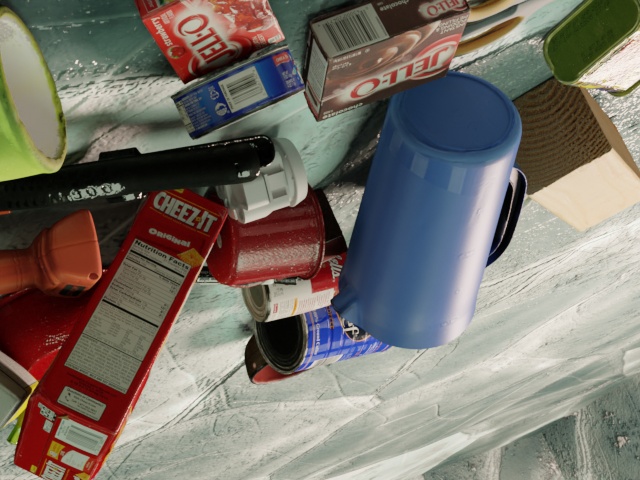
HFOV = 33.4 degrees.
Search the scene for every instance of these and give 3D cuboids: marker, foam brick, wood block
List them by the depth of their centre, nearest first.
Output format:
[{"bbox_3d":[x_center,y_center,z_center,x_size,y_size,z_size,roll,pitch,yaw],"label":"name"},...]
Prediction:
[{"bbox_3d":[-0.019,-0.005,1.009,0.078,0.053,0.051,-24,160,-1],"label":"foam brick"},{"bbox_3d":[-0.077,0.034,1.033,0.121,0.020,0.020,1,155,-9],"label":"marker"},{"bbox_3d":[0.252,-0.082,1.062,0.090,0.091,0.205,-30,159,19],"label":"wood block"}]

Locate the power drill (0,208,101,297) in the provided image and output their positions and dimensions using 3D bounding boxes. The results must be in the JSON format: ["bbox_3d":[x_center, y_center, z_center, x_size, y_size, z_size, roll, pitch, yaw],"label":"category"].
[{"bbox_3d":[-0.252,0.020,0.741,0.187,0.057,0.185,-8,174,-23],"label":"power drill"}]

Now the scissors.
[{"bbox_3d":[0.175,-0.197,0.795,0.202,0.016,0.096,-28,160,11],"label":"scissors"}]

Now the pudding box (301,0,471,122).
[{"bbox_3d":[0.045,-0.137,0.766,0.113,0.039,0.090,-19,160,-12],"label":"pudding box"}]

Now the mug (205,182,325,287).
[{"bbox_3d":[-0.056,0.001,0.927,0.081,0.093,0.117,-8,146,-26],"label":"mug"}]

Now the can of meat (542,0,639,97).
[{"bbox_3d":[0.249,-0.169,0.890,0.083,0.057,0.102,0,149,-42],"label":"can of meat"}]

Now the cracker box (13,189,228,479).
[{"bbox_3d":[-0.161,0.077,0.856,0.072,0.213,0.164,27,146,-6],"label":"cracker box"}]

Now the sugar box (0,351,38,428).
[{"bbox_3d":[-0.283,0.111,0.865,0.048,0.093,0.176,-53,-176,-7],"label":"sugar box"}]

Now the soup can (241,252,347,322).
[{"bbox_3d":[-0.024,0.041,1.097,0.102,0.068,0.069,-13,157,-26],"label":"soup can"}]

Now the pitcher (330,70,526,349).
[{"bbox_3d":[0.103,-0.028,0.931,0.145,0.149,0.243,18,140,7],"label":"pitcher"}]

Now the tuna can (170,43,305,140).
[{"bbox_3d":[-0.054,-0.098,0.710,0.086,0.034,0.086,-24,-172,3],"label":"tuna can"}]

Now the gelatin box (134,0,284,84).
[{"bbox_3d":[-0.067,-0.138,0.652,0.073,0.030,0.089,-24,160,1],"label":"gelatin box"}]

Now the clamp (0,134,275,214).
[{"bbox_3d":[-0.131,-0.045,0.727,0.210,0.036,0.164,-9,-174,-4],"label":"clamp"}]

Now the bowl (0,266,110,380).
[{"bbox_3d":[-0.236,0.086,0.994,0.162,0.055,0.162,-21,160,-8],"label":"bowl"}]

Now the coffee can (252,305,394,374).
[{"bbox_3d":[0.010,0.087,1.200,0.140,0.103,0.103,-9,155,-36],"label":"coffee can"}]
